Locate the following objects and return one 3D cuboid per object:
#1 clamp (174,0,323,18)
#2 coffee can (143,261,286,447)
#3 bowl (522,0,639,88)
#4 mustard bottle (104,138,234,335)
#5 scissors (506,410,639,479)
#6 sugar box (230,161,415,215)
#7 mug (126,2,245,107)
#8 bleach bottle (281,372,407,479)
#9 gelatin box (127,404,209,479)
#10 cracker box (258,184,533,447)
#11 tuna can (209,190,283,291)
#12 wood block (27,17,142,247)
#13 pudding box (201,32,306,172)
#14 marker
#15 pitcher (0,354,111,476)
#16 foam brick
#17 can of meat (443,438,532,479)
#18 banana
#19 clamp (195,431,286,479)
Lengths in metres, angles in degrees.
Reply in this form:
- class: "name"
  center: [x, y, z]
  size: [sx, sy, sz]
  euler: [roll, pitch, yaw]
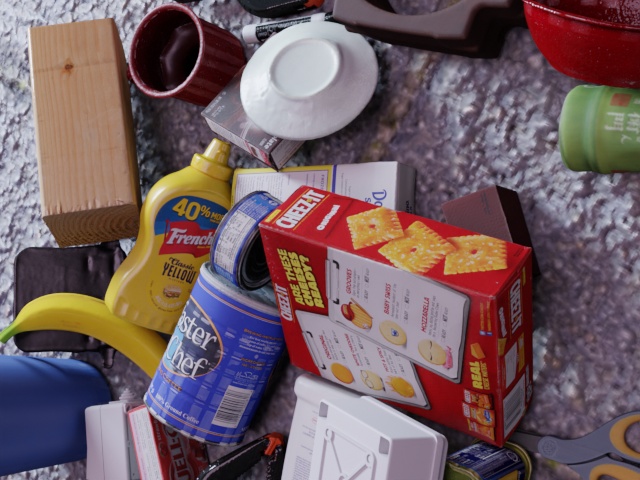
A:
- class: "clamp"
  center: [-0.075, -0.260, 1.053]
  size: [0.172, 0.039, 0.120]
  euler: [40, 107, 28]
- class: "coffee can"
  center: [-0.089, 0.104, 0.987]
  size: [0.103, 0.102, 0.140]
  euler: [30, 101, 30]
- class: "bowl"
  center: [0.224, -0.155, 0.807]
  size: [0.162, 0.161, 0.055]
  euler: [22, 120, 31]
- class: "mustard bottle"
  center: [-0.130, -0.007, 1.029]
  size: [0.192, 0.096, 0.058]
  euler: [-67, 27, 7]
- class: "scissors"
  center: [0.201, 0.153, 0.856]
  size: [0.202, 0.016, 0.096]
  euler: [30, 99, 30]
- class: "sugar box"
  center: [0.000, -0.022, 0.980]
  size: [0.176, 0.048, 0.093]
  euler: [1, 85, 28]
- class: "mug"
  center: [-0.138, -0.175, 1.057]
  size: [0.117, 0.081, 0.093]
  euler: [-17, 76, 29]
- class: "bleach bottle"
  center: [-0.001, 0.251, 0.943]
  size: [0.103, 0.068, 0.251]
  euler: [18, 96, 29]
- class: "gelatin box"
  center: [-0.143, 0.202, 1.027]
  size: [0.030, 0.073, 0.089]
  euler: [-23, 74, 28]
- class: "cracker box"
  center: [0.066, 0.057, 0.871]
  size: [0.214, 0.072, 0.164]
  euler: [18, 136, 32]
- class: "tuna can"
  center: [-0.056, 0.001, 0.934]
  size: [0.034, 0.086, 0.086]
  euler: [31, 101, 25]
- class: "wood block"
  center: [-0.234, -0.108, 1.072]
  size: [0.090, 0.090, 0.206]
  euler: [-8, 70, -4]
- class: "pudding box"
  center: [-0.040, -0.130, 0.996]
  size: [0.090, 0.039, 0.113]
  euler: [32, 77, 30]
- class: "marker"
  center: [-0.020, -0.206, 1.026]
  size: [0.121, 0.020, 0.020]
  euler: [-3, 83, 31]
- class: "pitcher"
  center: [-0.329, 0.177, 1.044]
  size: [0.149, 0.242, 0.145]
  euler: [9, 90, 32]
- class: "foam brick"
  center: [0.142, 0.000, 0.886]
  size: [0.053, 0.051, 0.078]
  euler: [-20, 75, 27]
- class: "can of meat"
  center: [0.120, 0.215, 0.850]
  size: [0.058, 0.083, 0.102]
  euler: [14, 101, 34]
- class: "banana"
  center: [-0.213, 0.096, 1.055]
  size: [0.197, 0.037, 0.070]
  euler: [19, 99, -4]
- class: "clamp"
  center: [-0.080, 0.278, 0.987]
  size: [0.164, 0.036, 0.210]
  euler: [35, 93, 1]
